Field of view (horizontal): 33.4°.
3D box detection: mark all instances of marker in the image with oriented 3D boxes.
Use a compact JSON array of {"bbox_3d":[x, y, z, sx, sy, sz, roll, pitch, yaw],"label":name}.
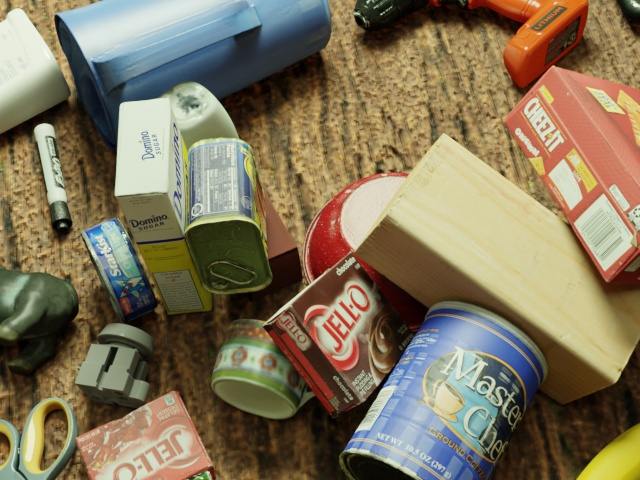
[{"bbox_3d":[-0.248,-0.058,0.990,0.020,0.020,0.121,-16,58,-6],"label":"marker"}]

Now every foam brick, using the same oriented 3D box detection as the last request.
[{"bbox_3d":[-0.056,0.001,0.919,0.053,0.051,0.078,-24,58,-10],"label":"foam brick"}]

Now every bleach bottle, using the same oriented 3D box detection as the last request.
[{"bbox_3d":[-0.371,-0.121,1.016,0.250,0.068,0.103,-31,60,-12],"label":"bleach bottle"}]

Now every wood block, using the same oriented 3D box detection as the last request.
[{"bbox_3d":[0.142,0.025,0.824,0.206,0.091,0.090,36,66,0],"label":"wood block"}]

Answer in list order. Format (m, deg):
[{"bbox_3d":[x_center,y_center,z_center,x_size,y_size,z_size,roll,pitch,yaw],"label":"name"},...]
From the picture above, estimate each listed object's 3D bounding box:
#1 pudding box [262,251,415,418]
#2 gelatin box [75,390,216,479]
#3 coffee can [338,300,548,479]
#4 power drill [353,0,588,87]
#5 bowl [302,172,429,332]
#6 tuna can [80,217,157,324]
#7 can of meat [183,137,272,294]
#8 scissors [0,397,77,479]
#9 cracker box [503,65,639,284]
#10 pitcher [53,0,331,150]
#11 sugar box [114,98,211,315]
[{"bbox_3d":[0.017,0.071,0.827,0.090,0.039,0.113,53,32,-2],"label":"pudding box"},{"bbox_3d":[-0.136,0.169,0.830,0.089,0.030,0.073,-25,59,-11],"label":"gelatin box"},{"bbox_3d":[0.093,0.130,0.793,0.103,0.103,0.140,26,63,19],"label":"coffee can"},{"bbox_3d":[0.151,-0.229,1.046,0.184,0.057,0.188,-40,63,-19],"label":"power drill"},{"bbox_3d":[0.063,-0.003,0.910,0.162,0.055,0.162,-2,57,3],"label":"bowl"},{"bbox_3d":[-0.168,0.025,0.892,0.033,0.086,0.086,-25,59,-13],"label":"tuna can"},{"bbox_3d":[-0.073,-0.019,0.842,0.057,0.102,0.084,-7,55,3],"label":"can of meat"},{"bbox_3d":[-0.239,0.207,0.808,0.096,0.016,0.201,-1,49,11],"label":"scissors"},{"bbox_3d":[0.269,-0.046,0.846,0.213,0.072,0.164,4,48,-40],"label":"cracker box"},{"bbox_3d":[-0.112,-0.188,0.995,0.242,0.145,0.149,-25,56,-15],"label":"pitcher"},{"bbox_3d":[-0.122,-0.023,0.865,0.048,0.176,0.093,-5,57,1],"label":"sugar box"}]
